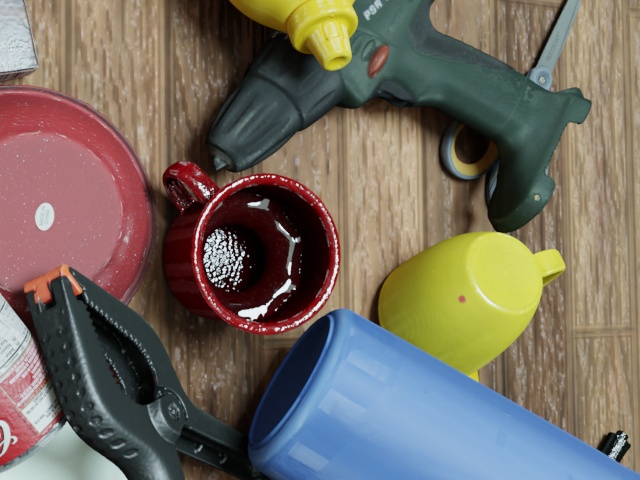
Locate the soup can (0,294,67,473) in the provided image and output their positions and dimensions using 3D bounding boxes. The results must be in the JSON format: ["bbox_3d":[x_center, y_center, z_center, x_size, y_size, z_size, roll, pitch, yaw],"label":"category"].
[{"bbox_3d":[-0.183,0.063,0.556,0.068,0.069,0.102,-42,115,-21],"label":"soup can"}]

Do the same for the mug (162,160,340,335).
[{"bbox_3d":[-0.054,0.001,0.644,0.093,0.082,0.117,-47,106,-20],"label":"mug"}]

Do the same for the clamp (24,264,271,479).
[{"bbox_3d":[-0.093,0.109,0.580,0.036,0.164,0.210,-26,113,18],"label":"clamp"}]

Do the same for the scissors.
[{"bbox_3d":[0.142,-0.115,0.778,0.096,0.016,0.202,15,81,-23],"label":"scissors"}]

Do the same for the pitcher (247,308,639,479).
[{"bbox_3d":[0.080,0.152,0.635,0.242,0.149,0.145,33,82,-10],"label":"pitcher"}]

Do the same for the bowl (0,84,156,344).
[{"bbox_3d":[-0.165,-0.013,0.609,0.161,0.055,0.162,1,87,-25],"label":"bowl"}]

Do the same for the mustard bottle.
[{"bbox_3d":[-0.021,-0.185,0.642,0.096,0.058,0.192,-14,68,-16],"label":"mustard bottle"}]
